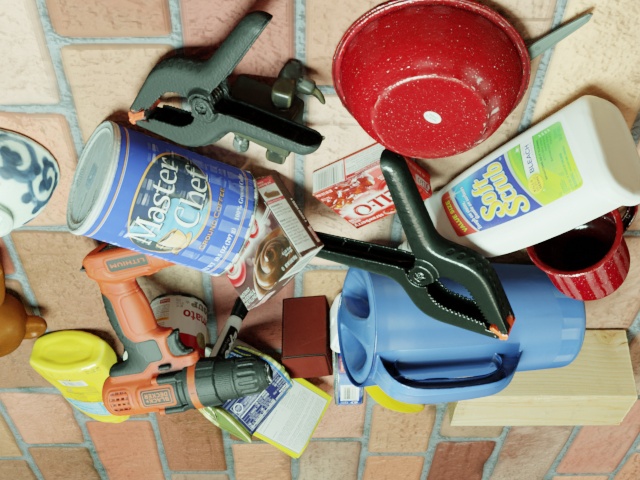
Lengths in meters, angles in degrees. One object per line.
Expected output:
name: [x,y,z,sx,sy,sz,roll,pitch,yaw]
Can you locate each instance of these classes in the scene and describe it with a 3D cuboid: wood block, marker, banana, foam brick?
wood block: [0.259,0.165,1.278,0.206,0.091,0.090,0,148,-1]
marker: [-0.105,0.112,1.166,0.020,0.121,0.020,17,146,12]
banana: [0.087,0.177,1.341,0.070,0.037,0.198,-5,147,10]
foam brick: [-0.015,0.108,1.198,0.051,0.078,0.053,-5,145,8]

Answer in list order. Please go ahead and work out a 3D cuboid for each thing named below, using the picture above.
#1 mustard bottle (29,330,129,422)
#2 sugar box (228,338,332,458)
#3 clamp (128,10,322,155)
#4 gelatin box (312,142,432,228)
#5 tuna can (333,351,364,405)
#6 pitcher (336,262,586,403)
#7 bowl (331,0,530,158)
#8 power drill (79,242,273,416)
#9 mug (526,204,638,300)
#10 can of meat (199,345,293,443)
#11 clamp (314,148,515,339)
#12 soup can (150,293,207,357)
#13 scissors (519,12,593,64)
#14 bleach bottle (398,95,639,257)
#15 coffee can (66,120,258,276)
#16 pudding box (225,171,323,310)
mustard bottle: [-0.276,0.178,1.317,0.096,0.058,0.191,-2,148,13]
sugar box: [-0.068,0.196,1.318,0.048,0.093,0.176,18,165,47]
clamp: [-0.086,-0.123,0.851,0.172,0.039,0.120,3,120,27]
gelatin box: [0.048,-0.051,0.996,0.089,0.030,0.073,-22,141,30]
tuna can: [0.032,0.151,1.257,0.033,0.086,0.086,-1,147,-1]
pitcher: [0.147,0.088,1.097,0.242,0.149,0.145,0,173,-14]
bowl: [0.088,-0.116,0.854,0.162,0.055,0.162,3,141,3]
power drill: [-0.153,0.086,1.082,0.184,0.057,0.187,-11,103,12]
mug: [0.263,0.000,1.039,0.117,0.093,0.081,-45,144,0]
can of meat: [-0.088,0.168,1.193,0.057,0.084,0.102,50,159,-26]
clamp: [0.096,0.014,0.970,0.210,0.036,0.165,33,140,-1]
soup can: [-0.161,0.118,1.187,0.068,0.102,0.068,0,147,0]
scissors: [0.148,-0.123,0.898,0.202,0.016,0.096,-18,140,26]
bleach bottle: [0.167,-0.028,0.967,0.067,0.102,0.251,9,149,-40]
coffee can: [-0.141,-0.036,0.950,0.140,0.103,0.103,19,142,-27]
pudding box: [-0.057,0.001,1.021,0.039,0.090,0.114,-24,166,-44]
